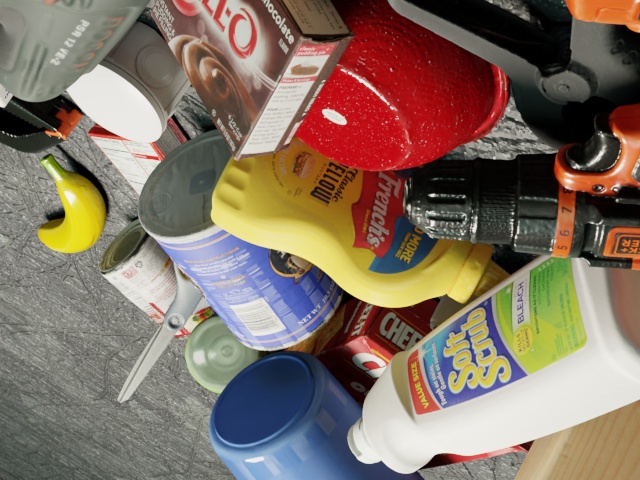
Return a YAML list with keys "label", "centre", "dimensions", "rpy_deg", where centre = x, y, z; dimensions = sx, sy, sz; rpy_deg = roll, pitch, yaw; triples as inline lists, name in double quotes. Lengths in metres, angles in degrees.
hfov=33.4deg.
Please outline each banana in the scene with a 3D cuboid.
- label: "banana"
  centre: [-0.239, -0.023, 1.026]
  dimensions: [0.069, 0.037, 0.198]
  rpy_deg: [48, 154, 5]

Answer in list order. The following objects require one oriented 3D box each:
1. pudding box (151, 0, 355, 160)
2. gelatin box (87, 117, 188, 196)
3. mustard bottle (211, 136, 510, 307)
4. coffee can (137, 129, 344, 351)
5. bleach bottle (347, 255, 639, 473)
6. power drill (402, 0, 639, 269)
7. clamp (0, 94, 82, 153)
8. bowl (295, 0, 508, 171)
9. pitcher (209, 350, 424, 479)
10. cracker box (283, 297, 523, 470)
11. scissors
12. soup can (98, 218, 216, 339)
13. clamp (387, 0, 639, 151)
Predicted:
- label: "pudding box"
  centre: [-0.039, -0.113, 0.554]
  dimensions: [0.113, 0.039, 0.090]
  rpy_deg: [58, 140, 22]
- label: "gelatin box"
  centre: [-0.129, -0.063, 0.840]
  dimensions: [0.073, 0.030, 0.089]
  rpy_deg: [11, 148, 38]
- label: "mustard bottle"
  centre: [0.033, -0.012, 0.677]
  dimensions: [0.191, 0.096, 0.058]
  rpy_deg: [28, 155, 4]
- label: "coffee can"
  centre: [-0.055, 0.001, 0.790]
  dimensions: [0.103, 0.102, 0.140]
  rpy_deg: [10, 148, 37]
- label: "bleach bottle"
  centre: [0.102, 0.085, 0.638]
  dimensions: [0.068, 0.102, 0.251]
  rpy_deg: [24, 138, -27]
- label: "power drill"
  centre: [0.130, -0.058, 0.472]
  dimensions: [0.184, 0.057, 0.188]
  rpy_deg: [2, 145, 5]
- label: "clamp"
  centre: [-0.295, -0.124, 0.901]
  dimensions: [0.210, 0.036, 0.164]
  rpy_deg: [11, 149, 32]
- label: "bowl"
  centre: [0.021, -0.089, 0.602]
  dimensions: [0.162, 0.055, 0.162]
  rpy_deg: [25, 154, 13]
- label: "pitcher"
  centre: [0.007, 0.202, 0.903]
  dimensions: [0.149, 0.145, 0.242]
  rpy_deg: [-12, 130, 31]
- label: "cracker box"
  centre: [0.067, 0.125, 0.916]
  dimensions: [0.164, 0.072, 0.214]
  rpy_deg: [35, 153, -10]
- label: "scissors"
  centre: [-0.103, 0.065, 0.917]
  dimensions: [0.096, 0.202, 0.016]
  rpy_deg: [15, -159, -11]
- label: "soup can"
  centre: [-0.147, 0.035, 0.991]
  dimensions: [0.102, 0.068, 0.069]
  rpy_deg: [45, 151, -26]
- label: "clamp"
  centre: [0.124, -0.091, 0.507]
  dimensions: [0.171, 0.039, 0.120]
  rpy_deg: [36, 153, -27]
